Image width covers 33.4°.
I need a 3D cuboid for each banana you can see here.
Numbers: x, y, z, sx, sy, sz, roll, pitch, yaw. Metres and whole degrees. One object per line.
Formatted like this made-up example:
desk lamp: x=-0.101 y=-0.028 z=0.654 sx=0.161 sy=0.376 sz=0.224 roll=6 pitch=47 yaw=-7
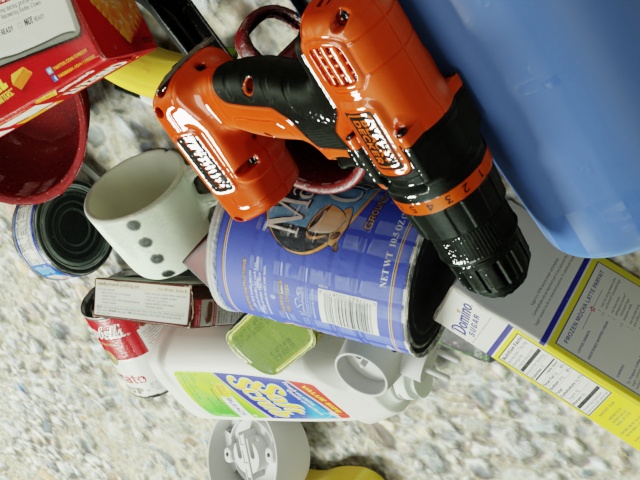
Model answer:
banana: x=-0.149 y=-0.149 z=0.764 sx=0.198 sy=0.037 sz=0.070 roll=28 pitch=117 yaw=10

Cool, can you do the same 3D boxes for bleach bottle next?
bleach bottle: x=-0.023 y=0.108 z=0.893 sx=0.251 sy=0.068 sz=0.102 roll=-4 pitch=133 yaw=39

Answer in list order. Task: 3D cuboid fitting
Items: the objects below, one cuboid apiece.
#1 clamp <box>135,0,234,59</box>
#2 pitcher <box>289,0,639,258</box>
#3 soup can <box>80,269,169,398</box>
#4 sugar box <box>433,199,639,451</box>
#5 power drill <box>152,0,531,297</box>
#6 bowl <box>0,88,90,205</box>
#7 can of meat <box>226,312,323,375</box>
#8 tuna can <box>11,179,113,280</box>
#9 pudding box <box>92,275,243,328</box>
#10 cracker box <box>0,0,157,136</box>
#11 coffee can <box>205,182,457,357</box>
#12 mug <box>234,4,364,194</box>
clamp: x=-0.108 y=-0.167 z=0.689 sx=0.172 sy=0.039 sz=0.120 roll=42 pitch=155 yaw=27
pitcher: x=0.099 y=-0.108 z=0.533 sx=0.242 sy=0.145 sz=0.149 roll=54 pitch=166 yaw=-23
soup can: x=-0.167 y=0.087 z=0.983 sx=0.069 sy=0.068 sz=0.102 roll=3 pitch=130 yaw=37
sugar box: x=0.168 y=0.058 z=0.669 sx=0.176 sy=0.093 sz=0.048 roll=32 pitch=141 yaw=10
power drill: x=0.008 y=-0.046 z=0.563 sx=0.188 sy=0.057 sz=0.184 roll=3 pitch=134 yaw=48
bowl: x=-0.238 y=-0.111 z=0.833 sx=0.162 sy=0.055 sz=0.162 roll=10 pitch=119 yaw=19
can of meat: x=-0.018 y=0.048 z=0.812 sx=0.057 sy=0.083 sz=0.102 roll=41 pitch=141 yaw=-3
tuna can: x=-0.218 y=-0.010 z=0.913 sx=0.034 sy=0.086 sz=0.086 roll=-9 pitch=122 yaw=41
pudding box: x=-0.119 y=0.050 z=0.890 sx=0.114 sy=0.089 sz=0.039 roll=0 pitch=90 yaw=36
cracker box: x=-0.221 y=-0.177 z=0.661 sx=0.164 sy=0.072 sz=0.214 roll=-24 pitch=95 yaw=27
coffee can: x=0.011 y=0.011 z=0.696 sx=0.140 sy=0.102 sz=0.103 roll=12 pitch=135 yaw=24
mug: x=-0.002 y=-0.097 z=0.658 sx=0.117 sy=0.081 sz=0.093 roll=43 pitch=142 yaw=-6
